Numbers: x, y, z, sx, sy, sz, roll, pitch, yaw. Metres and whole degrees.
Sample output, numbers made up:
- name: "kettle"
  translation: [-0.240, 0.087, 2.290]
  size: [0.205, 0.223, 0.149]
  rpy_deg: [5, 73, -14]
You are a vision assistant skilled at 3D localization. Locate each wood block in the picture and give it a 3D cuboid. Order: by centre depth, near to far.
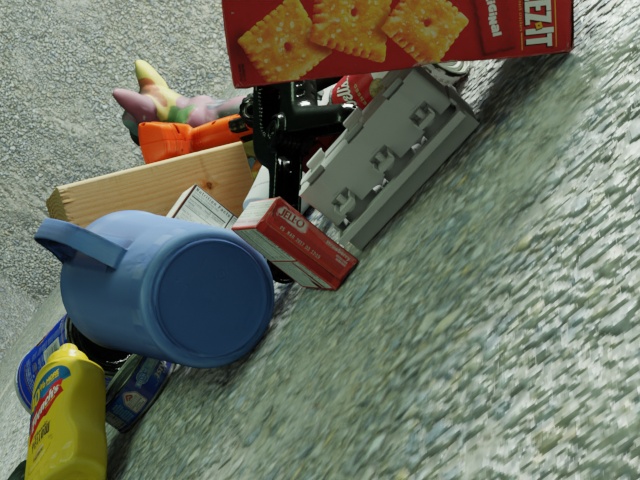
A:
- name: "wood block"
  translation: [-0.178, -0.032, 1.149]
  size: [0.205, 0.091, 0.090]
  rpy_deg: [-16, -2, -24]

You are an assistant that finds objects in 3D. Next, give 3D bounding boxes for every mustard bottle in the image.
- name: "mustard bottle"
  translation: [-0.232, 0.163, 0.977]
  size: [0.096, 0.058, 0.191]
  rpy_deg: [-52, 29, 24]

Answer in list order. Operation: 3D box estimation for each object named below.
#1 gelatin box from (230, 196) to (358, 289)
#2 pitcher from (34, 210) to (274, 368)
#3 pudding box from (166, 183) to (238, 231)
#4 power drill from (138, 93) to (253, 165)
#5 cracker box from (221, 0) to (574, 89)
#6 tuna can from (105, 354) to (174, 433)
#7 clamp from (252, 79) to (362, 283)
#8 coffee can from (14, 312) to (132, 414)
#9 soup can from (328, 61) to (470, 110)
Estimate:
- name: "gelatin box"
  translation: [-0.020, 0.002, 0.767]
  size: [0.030, 0.073, 0.089]
  rpy_deg: [-54, 12, -11]
- name: "pitcher"
  translation: [-0.140, 0.036, 0.898]
  size: [0.149, 0.145, 0.243]
  rpy_deg: [-16, 8, -24]
- name: "pudding box"
  translation: [-0.124, 0.013, 1.070]
  size: [0.039, 0.090, 0.113]
  rpy_deg: [-32, 23, 56]
- name: "power drill"
  translation: [-0.109, -0.127, 1.219]
  size: [0.188, 0.057, 0.184]
  rpy_deg: [-10, -2, 17]
- name: "cracker box"
  translation: [0.048, -0.158, 0.722]
  size: [0.213, 0.072, 0.164]
  rpy_deg: [-5, 20, 2]
- name: "tuna can"
  translation: [-0.180, 0.142, 1.031]
  size: [0.086, 0.033, 0.086]
  rpy_deg: [-48, 13, 14]
- name: "clamp"
  translation: [-0.027, -0.076, 0.887]
  size: [0.165, 0.036, 0.210]
  rpy_deg: [-67, 26, 25]
- name: "coffee can"
  translation: [-0.271, 0.137, 1.207]
  size: [0.141, 0.102, 0.102]
  rpy_deg: [-40, 16, 41]
- name: "soup can"
  translation: [0.063, -0.130, 0.860]
  size: [0.102, 0.068, 0.068]
  rpy_deg: [-41, 16, 39]
